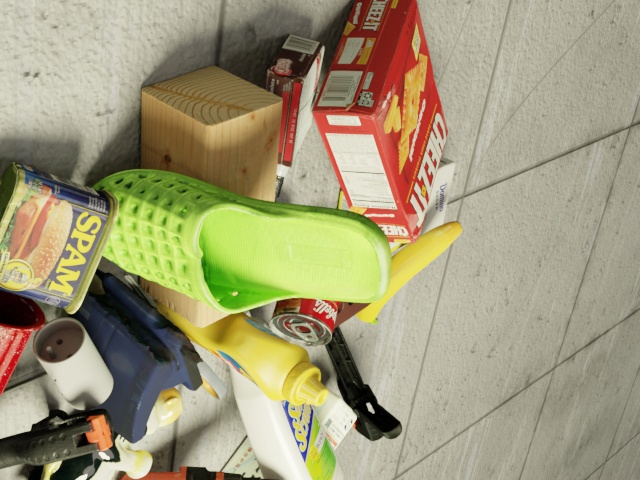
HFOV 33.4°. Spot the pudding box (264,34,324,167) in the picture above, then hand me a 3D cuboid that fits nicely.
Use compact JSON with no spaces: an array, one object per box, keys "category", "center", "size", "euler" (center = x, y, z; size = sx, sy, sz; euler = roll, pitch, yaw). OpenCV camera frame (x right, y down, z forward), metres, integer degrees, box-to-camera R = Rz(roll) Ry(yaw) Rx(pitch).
[{"category":"pudding box","center":[-0.028,-0.132,0.997],"size":[0.113,0.039,0.090],"euler":[-68,169,-61]}]

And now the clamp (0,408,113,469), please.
[{"category":"clamp","center":[-0.226,0.167,0.918],"size":[0.120,0.172,0.039],"euler":[-31,105,-53]}]

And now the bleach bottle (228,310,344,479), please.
[{"category":"bleach bottle","center":[-0.052,0.184,1.163],"size":[0.251,0.068,0.102],"euler":[68,27,-21]}]

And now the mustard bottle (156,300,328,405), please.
[{"category":"mustard bottle","center":[-0.068,0.104,1.030],"size":[0.058,0.192,0.096],"euler":[-54,147,-9]}]

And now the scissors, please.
[{"category":"scissors","center":[-0.152,0.083,1.017],"size":[0.016,0.096,0.201],"euler":[-47,130,-17]}]

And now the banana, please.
[{"category":"banana","center":[0.094,0.042,1.305],"size":[0.069,0.037,0.198],"euler":[-19,156,-51]}]

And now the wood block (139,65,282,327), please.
[{"category":"wood block","center":[-0.103,-0.038,0.965],"size":[0.090,0.091,0.206],"euler":[-27,135,-41]}]

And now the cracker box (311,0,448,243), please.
[{"category":"cracker box","center":[0.071,-0.123,1.108],"size":[0.213,0.072,0.164],"euler":[65,37,-51]}]

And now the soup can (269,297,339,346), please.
[{"category":"soup can","center":[-0.011,0.054,1.152],"size":[0.068,0.069,0.102],"euler":[67,31,-52]}]

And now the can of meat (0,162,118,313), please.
[{"category":"can of meat","center":[-0.219,-0.003,0.840],"size":[0.083,0.058,0.102],"euler":[20,98,-32]}]

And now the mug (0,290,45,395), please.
[{"category":"mug","center":[-0.270,0.077,0.837],"size":[0.081,0.093,0.117],"euler":[-62,170,10]}]

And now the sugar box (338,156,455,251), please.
[{"category":"sugar box","center":[0.088,-0.038,1.274],"size":[0.175,0.048,0.093],"euler":[-27,135,-46]}]

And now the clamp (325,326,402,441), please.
[{"category":"clamp","center":[0.056,0.208,1.344],"size":[0.036,0.165,0.210],"euler":[-28,149,-10]}]
